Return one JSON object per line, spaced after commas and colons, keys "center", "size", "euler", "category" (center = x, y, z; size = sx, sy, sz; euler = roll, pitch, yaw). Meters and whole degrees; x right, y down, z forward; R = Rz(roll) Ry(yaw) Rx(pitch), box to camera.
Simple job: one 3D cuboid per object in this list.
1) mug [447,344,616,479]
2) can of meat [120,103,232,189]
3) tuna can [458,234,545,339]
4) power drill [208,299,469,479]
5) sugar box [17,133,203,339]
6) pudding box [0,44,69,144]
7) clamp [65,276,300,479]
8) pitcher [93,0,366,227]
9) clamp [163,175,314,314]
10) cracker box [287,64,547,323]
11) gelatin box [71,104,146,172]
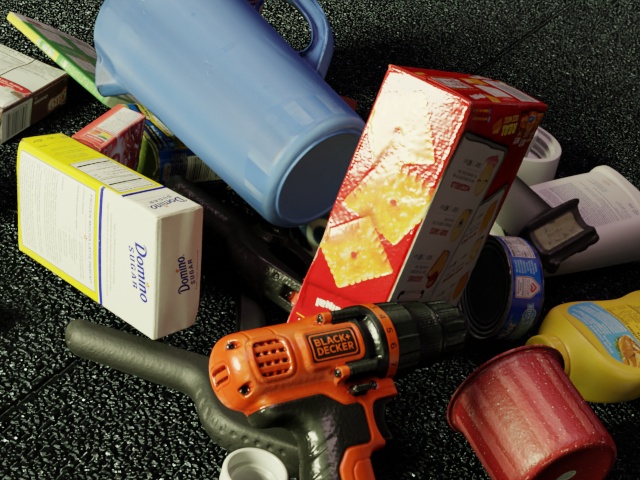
{"center": [0.152, 0.136, 0.733], "size": [0.117, 0.093, 0.081], "euler": [37, 17, -46], "category": "mug"}
{"center": [-0.131, -0.085, 0.961], "size": [0.083, 0.057, 0.102], "euler": [-9, 40, -32], "category": "can of meat"}
{"center": [0.146, 0.038, 0.867], "size": [0.033, 0.086, 0.086], "euler": [4, 34, -21], "category": "tuna can"}
{"center": [0.038, 0.128, 0.634], "size": [0.184, 0.057, 0.188], "euler": [-8, 69, -32], "category": "power drill"}
{"center": [-0.154, -0.008, 0.765], "size": [0.176, 0.093, 0.048], "euler": [26, 31, 37], "category": "sugar box"}
{"center": [-0.300, -0.139, 0.985], "size": [0.090, 0.039, 0.113], "euler": [23, 31, 10], "category": "pudding box"}
{"center": [-0.067, 0.096, 0.731], "size": [0.164, 0.036, 0.210], "euler": [-11, 37, -34], "category": "clamp"}
{"center": [-0.063, -0.130, 0.879], "size": [0.144, 0.149, 0.243], "euler": [-12, 47, -44], "category": "pitcher"}
{"center": [-0.055, 0.001, 0.838], "size": [0.120, 0.039, 0.172], "euler": [11, 22, -29], "category": "clamp"}
{"center": [0.067, -0.014, 0.762], "size": [0.072, 0.214, 0.163], "euler": [30, 19, 22], "category": "cracker box"}
{"center": [-0.176, -0.056, 0.864], "size": [0.030, 0.089, 0.073], "euler": [24, 33, 10], "category": "gelatin box"}
